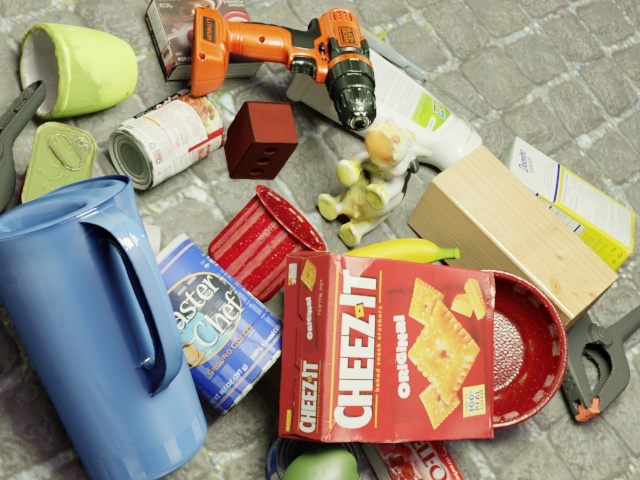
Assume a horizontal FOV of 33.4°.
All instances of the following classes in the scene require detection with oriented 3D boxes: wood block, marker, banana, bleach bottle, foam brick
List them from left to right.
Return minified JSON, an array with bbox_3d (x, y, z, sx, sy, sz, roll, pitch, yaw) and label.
[{"bbox_3d":[-0.162,-0.140,1.126,0.020,0.020,0.120,49,54,6],"label":"marker"},{"bbox_3d":[-0.064,-0.104,1.118,0.052,0.078,0.051,-2,65,-24],"label":"foam brick"},{"bbox_3d":[0.045,0.027,1.106,0.197,0.070,0.037,-16,93,-23],"label":"banana"},{"bbox_3d":[0.090,-0.140,1.223,0.250,0.068,0.102,33,53,-9],"label":"bleach bottle"},{"bbox_3d":[0.206,0.009,1.156,0.090,0.091,0.206,-34,72,-32],"label":"wood block"}]

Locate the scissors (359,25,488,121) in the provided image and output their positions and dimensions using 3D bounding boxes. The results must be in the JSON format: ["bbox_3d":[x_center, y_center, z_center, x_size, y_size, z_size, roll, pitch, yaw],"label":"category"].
[{"bbox_3d":[0.112,-0.199,1.251,0.202,0.016,0.096,35,12,2],"label":"scissors"}]

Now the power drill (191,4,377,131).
[{"bbox_3d":[-0.038,-0.179,1.093,0.187,0.057,0.184,3,42,-11],"label":"power drill"}]

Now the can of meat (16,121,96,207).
[{"bbox_3d":[-0.249,-0.044,0.990,0.057,0.084,0.102,14,58,-19],"label":"can of meat"}]

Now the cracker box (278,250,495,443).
[{"bbox_3d":[0.068,0.100,0.979,0.213,0.072,0.164,7,82,-39],"label":"cracker box"}]

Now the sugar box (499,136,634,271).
[{"bbox_3d":[0.288,-0.043,1.263,0.176,0.048,0.093,31,36,-4],"label":"sugar box"}]

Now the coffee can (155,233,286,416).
[{"bbox_3d":[-0.108,0.077,0.980,0.140,0.103,0.102,41,53,0],"label":"coffee can"}]

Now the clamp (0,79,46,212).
[{"bbox_3d":[-0.314,-0.091,0.961,0.120,0.039,0.171,27,63,-42],"label":"clamp"}]

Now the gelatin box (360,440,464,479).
[{"bbox_3d":[0.091,0.219,1.042,0.073,0.030,0.089,-18,72,-33],"label":"gelatin box"}]

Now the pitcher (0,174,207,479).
[{"bbox_3d":[-0.173,0.077,0.869,0.145,0.149,0.243,-17,108,3],"label":"pitcher"}]

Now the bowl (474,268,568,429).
[{"bbox_3d":[0.169,0.112,1.100,0.162,0.055,0.162,0,82,3],"label":"bowl"}]

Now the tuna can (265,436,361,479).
[{"bbox_3d":[-0.007,0.212,0.996,0.086,0.034,0.086,12,59,-20],"label":"tuna can"}]

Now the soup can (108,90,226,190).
[{"bbox_3d":[-0.154,-0.102,1.079,0.102,0.069,0.068,-35,82,-35],"label":"soup can"}]

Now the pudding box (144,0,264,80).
[{"bbox_3d":[-0.127,-0.224,1.178,0.113,0.039,0.090,-10,68,-30],"label":"pudding box"}]

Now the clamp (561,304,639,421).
[{"bbox_3d":[0.299,0.104,1.203,0.164,0.036,0.209,30,50,-6],"label":"clamp"}]

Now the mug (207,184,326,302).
[{"bbox_3d":[-0.057,0.001,1.051,0.093,0.081,0.117,39,13,-23],"label":"mug"}]
